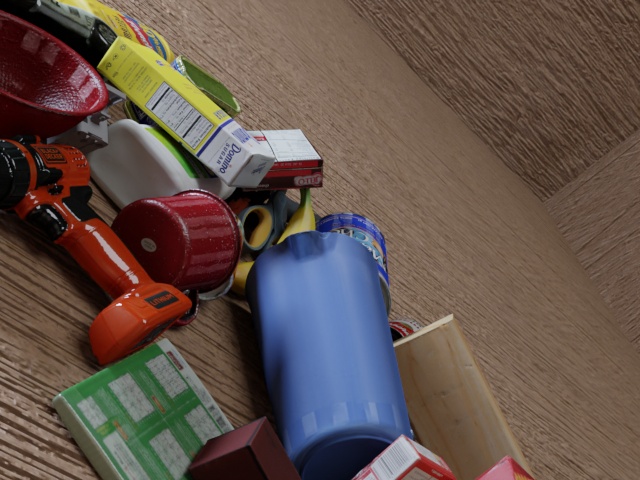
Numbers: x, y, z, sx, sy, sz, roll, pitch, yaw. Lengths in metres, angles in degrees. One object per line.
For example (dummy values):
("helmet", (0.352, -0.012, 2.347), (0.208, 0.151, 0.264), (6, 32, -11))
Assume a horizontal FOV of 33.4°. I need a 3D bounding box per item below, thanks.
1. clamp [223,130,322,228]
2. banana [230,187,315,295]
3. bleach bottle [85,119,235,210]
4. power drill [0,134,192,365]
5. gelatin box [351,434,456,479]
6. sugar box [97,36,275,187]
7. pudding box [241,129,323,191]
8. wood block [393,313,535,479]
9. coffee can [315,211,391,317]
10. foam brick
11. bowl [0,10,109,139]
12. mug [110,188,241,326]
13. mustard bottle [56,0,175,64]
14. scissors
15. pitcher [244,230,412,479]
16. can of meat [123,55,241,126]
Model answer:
("clamp", (-0.061, -0.049, 1.277), (0.164, 0.036, 0.210), (48, 19, -6))
("banana", (-0.048, 0.015, 1.122), (0.069, 0.037, 0.197), (63, 32, -19))
("bleach bottle", (-0.144, -0.075, 1.080), (0.102, 0.068, 0.250), (48, 14, 1))
("power drill", (-0.189, 0.001, 0.798), (0.188, 0.057, 0.184), (52, 17, 5))
("gelatin box", (0.056, 0.203, 0.857), (0.073, 0.089, 0.030), (39, 10, -50))
("sugar box", (-0.127, -0.122, 1.034), (0.176, 0.048, 0.093), (39, 9, 8))
("pudding box", (-0.052, -0.091, 1.197), (0.090, 0.039, 0.113), (-3, 26, -14))
("wood block", (0.145, 0.190, 1.115), (0.206, 0.090, 0.090), (64, 6, 3))
("coffee can", (0.026, 0.041, 1.198), (0.102, 0.103, 0.140), (46, 17, -16))
("foam brick", (-0.049, 0.178, 0.771), (0.078, 0.051, 0.053), (62, 15, -8))
("bowl", (-0.256, -0.129, 0.866), (0.162, 0.055, 0.162), (28, 23, -13))
("mug", (-0.126, 0.015, 0.907), (0.081, 0.093, 0.117), (-9, 98, -66))
("mustard bottle", (-0.218, -0.212, 1.184), (0.096, 0.058, 0.191), (57, 17, 18))
("scissors", (-0.042, -0.025, 1.210), (0.096, 0.016, 0.201), (63, 31, -14))
("pitcher", (0.011, 0.121, 0.971), (0.149, 0.145, 0.243), (27, 30, -28))
("can of meat", (-0.149, -0.145, 1.171), (0.102, 0.084, 0.057), (28, 27, -52))
